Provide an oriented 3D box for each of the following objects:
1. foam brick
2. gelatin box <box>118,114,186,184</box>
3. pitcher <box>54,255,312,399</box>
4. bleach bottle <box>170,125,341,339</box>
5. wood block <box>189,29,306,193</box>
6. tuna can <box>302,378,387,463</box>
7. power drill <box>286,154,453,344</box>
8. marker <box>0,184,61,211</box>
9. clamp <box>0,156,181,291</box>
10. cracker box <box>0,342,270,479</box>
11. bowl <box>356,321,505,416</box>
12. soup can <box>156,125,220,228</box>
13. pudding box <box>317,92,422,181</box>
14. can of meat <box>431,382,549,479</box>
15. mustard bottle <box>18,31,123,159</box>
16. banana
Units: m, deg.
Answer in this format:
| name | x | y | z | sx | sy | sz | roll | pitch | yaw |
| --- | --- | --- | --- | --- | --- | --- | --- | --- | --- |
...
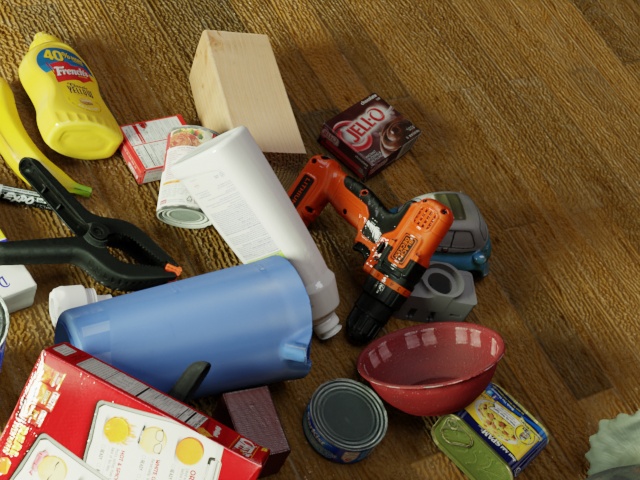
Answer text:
| name | x | y | z | sx | sy | sz | roll | pitch | yaw |
| --- | --- | --- | --- | --- | --- | --- | --- | --- | --- |
| foam brick | -0.070 | 0.194 | 1.068 | 0.051 | 0.053 | 0.078 | -5 | 55 | -27 |
| gelatin box | -0.194 | -0.110 | 1.286 | 0.089 | 0.030 | 0.073 | -16 | 61 | -33 |
| pitcher | -0.141 | 0.096 | 1.081 | 0.242 | 0.149 | 0.145 | -11 | 73 | -26 |
| bleach bottle | -0.058 | 0.001 | 1.175 | 0.068 | 0.103 | 0.251 | -43 | 108 | -40 |
| wood block | -0.095 | -0.156 | 1.326 | 0.090 | 0.090 | 0.206 | -1 | 52 | -24 |
| tuna can | 0.025 | 0.190 | 1.123 | 0.086 | 0.034 | 0.086 | 12 | 49 | -14 |
| power drill | 0.036 | 0.001 | 1.233 | 0.188 | 0.057 | 0.184 | 34 | 91 | 22 |
| marker | -0.335 | -0.049 | 1.183 | 0.121 | 0.020 | 0.020 | 12 | 49 | -14 |
| clamp | -0.249 | -0.006 | 1.149 | 0.209 | 0.036 | 0.164 | 21 | 39 | -23 |
| cracker box | -0.174 | 0.209 | 0.931 | 0.214 | 0.164 | 0.072 | 27 | 5 | 4 |
| bowl | 0.122 | 0.145 | 1.157 | 0.162 | 0.055 | 0.162 | -10 | 18 | 3 |
| soup can | -0.149 | -0.072 | 1.227 | 0.068 | 0.069 | 0.102 | 10 | 71 | -15 |
| pudding box | 0.065 | -0.138 | 1.412 | 0.090 | 0.039 | 0.113 | 42 | 49 | 15 |
| can of meat | 0.186 | 0.212 | 1.158 | 0.102 | 0.058 | 0.083 | 44 | 48 | 16 |
| mustard bottle | -0.307 | -0.182 | 1.273 | 0.096 | 0.058 | 0.192 | 8 | 41 | -44 |
| banana | -0.344 | -0.115 | 1.227 | 0.198 | 0.037 | 0.069 | 51 | 22 | 17 |
